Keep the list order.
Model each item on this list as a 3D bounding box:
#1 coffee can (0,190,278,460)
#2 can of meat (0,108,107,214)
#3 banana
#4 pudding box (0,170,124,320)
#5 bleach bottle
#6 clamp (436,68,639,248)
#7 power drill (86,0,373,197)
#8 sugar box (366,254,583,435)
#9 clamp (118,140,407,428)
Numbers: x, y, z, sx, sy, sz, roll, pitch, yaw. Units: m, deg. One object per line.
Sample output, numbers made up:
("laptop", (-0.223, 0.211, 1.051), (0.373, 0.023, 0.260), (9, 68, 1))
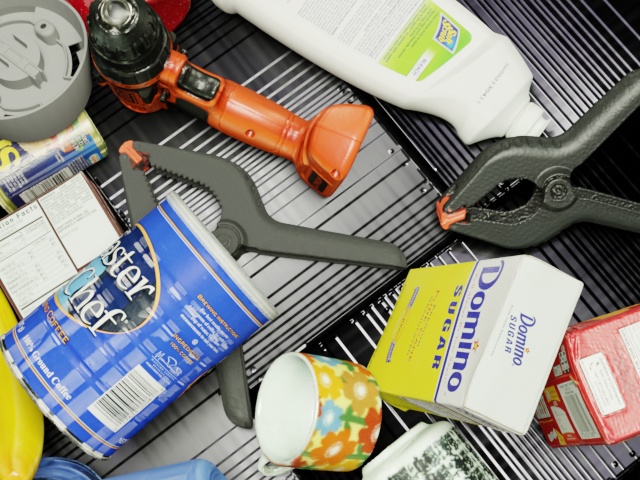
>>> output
("coffee can", (-0.112, 0.052, 0.667), (0.140, 0.103, 0.103), (-41, 78, -3))
("can of meat", (-0.212, -0.082, 0.762), (0.084, 0.057, 0.102), (-32, 78, -8))
("banana", (-0.216, 0.086, 0.705), (0.037, 0.069, 0.198), (-30, 60, 4))
("pudding box", (-0.174, 0.022, 0.744), (0.090, 0.039, 0.113), (-32, 75, -5))
("bleach bottle", (0.049, -0.141, 0.762), (0.251, 0.068, 0.102), (37, 94, 6))
("clamp", (0.163, -0.049, 0.726), (0.171, 0.039, 0.120), (-8, 104, 0))
("power drill", (-0.061, -0.097, 0.703), (0.187, 0.184, 0.057), (26, 85, -1))
("sugar box", (0.085, 0.061, 0.651), (0.048, 0.176, 0.093), (26, 79, -10))
("clamp", (-0.055, 0.001, 0.744), (0.164, 0.036, 0.210), (-38, 81, -7))
